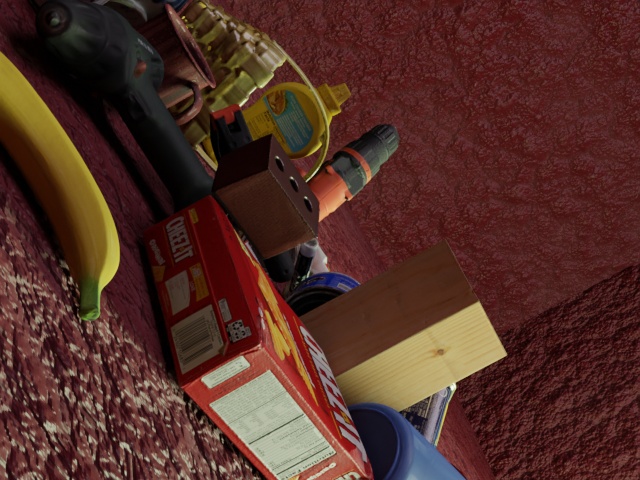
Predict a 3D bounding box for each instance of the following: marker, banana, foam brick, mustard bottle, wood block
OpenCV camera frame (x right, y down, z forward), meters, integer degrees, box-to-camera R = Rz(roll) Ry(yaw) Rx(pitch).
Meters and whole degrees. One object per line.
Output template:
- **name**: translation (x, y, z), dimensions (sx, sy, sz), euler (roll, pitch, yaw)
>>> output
- **marker**: translation (-0.024, 0.044, 1.221), dimensions (0.121, 0.020, 0.020), euler (107, -30, -43)
- **banana**: translation (-0.167, -0.050, 0.625), dimensions (0.198, 0.037, 0.069), euler (60, 5, -8)
- **foam brick**: translation (-0.042, -0.035, 0.846), dimensions (0.078, 0.051, 0.053), euler (55, 23, -31)
- **mustard bottle**: translation (-0.049, -0.143, 1.338), dimensions (0.096, 0.191, 0.058), euler (61, 6, 1)
- **wood block**: translation (0.053, 0.101, 0.988), dimensions (0.090, 0.206, 0.090), euler (57, 8, -41)

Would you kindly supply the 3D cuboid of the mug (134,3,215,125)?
- **mug**: translation (-0.155, -0.161, 1.039), dimensions (0.117, 0.081, 0.093), euler (63, 6, 20)

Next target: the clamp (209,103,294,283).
- **clamp**: translation (-0.074, -0.052, 1.000), dimensions (0.120, 0.039, 0.171), euler (31, -40, 54)

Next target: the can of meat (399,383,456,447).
- **can of meat**: translation (0.088, 0.184, 1.042), dimensions (0.102, 0.057, 0.084), euler (103, 7, -54)

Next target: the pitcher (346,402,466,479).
- **pitcher**: translation (0.088, 0.251, 0.943), dimensions (0.242, 0.149, 0.145), euler (52, 23, -40)

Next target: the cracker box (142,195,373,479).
- **cracker box**: translation (-0.046, 0.093, 0.828), dimensions (0.213, 0.072, 0.164), euler (56, 7, -43)

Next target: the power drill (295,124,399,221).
- **power drill**: translation (-0.002, -0.073, 1.342), dimensions (0.057, 0.184, 0.188), euler (54, -27, -10)

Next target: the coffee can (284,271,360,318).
- **coffee can**: translation (0.005, 0.091, 1.138), dimensions (0.103, 0.103, 0.140), euler (61, 6, -2)
